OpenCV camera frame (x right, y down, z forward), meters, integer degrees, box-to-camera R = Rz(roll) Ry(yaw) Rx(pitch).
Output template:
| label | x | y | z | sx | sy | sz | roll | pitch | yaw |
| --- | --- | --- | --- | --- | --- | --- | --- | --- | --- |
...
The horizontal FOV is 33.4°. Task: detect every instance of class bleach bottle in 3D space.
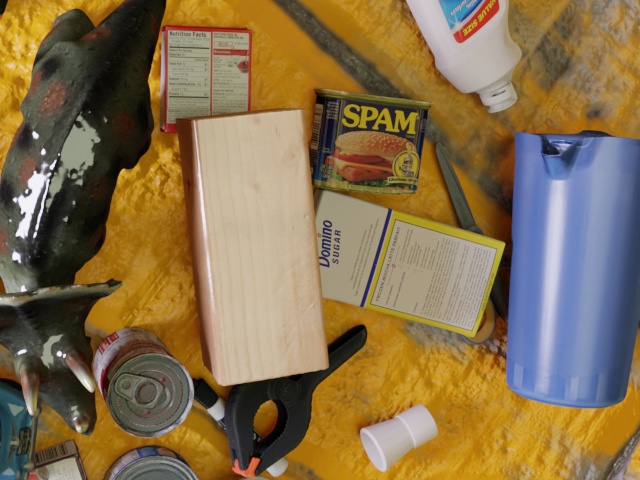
| label | x | y | z | sx | sy | sz | roll | pitch | yaw |
| --- | --- | --- | --- | --- | --- | --- | --- | --- | --- |
| bleach bottle | 0.120 | -0.234 | 0.934 | 0.102 | 0.068 | 0.251 | -30 | 108 | -12 |

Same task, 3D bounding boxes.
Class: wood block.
| label | x | y | z | sx | sy | sz | roll | pitch | yaw |
| --- | --- | --- | --- | --- | --- | --- | --- | --- | --- |
| wood block | -0.056 | 0.001 | 0.856 | 0.090 | 0.091 | 0.206 | -8 | 99 | -15 |

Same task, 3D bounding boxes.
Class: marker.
| label | x | y | z | sx | sy | sz | roll | pitch | yaw |
| --- | --- | --- | --- | --- | --- | --- | --- | --- | --- |
| marker | -0.074 | 0.165 | 0.948 | 0.020 | 0.020 | 0.121 | -45 | 108 | -8 |

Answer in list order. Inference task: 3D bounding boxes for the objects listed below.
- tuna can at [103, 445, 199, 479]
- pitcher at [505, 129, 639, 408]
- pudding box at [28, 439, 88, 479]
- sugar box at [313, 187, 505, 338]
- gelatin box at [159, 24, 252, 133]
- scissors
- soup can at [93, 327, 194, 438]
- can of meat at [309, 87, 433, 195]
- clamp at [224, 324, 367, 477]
| label | x | y | z | sx | sy | sz | roll | pitch | yaw |
| --- | --- | --- | --- | --- | --- | --- | --- | --- | --- |
| tuna can | -0.147 | 0.223 | 0.924 | 0.086 | 0.034 | 0.086 | -3 | 99 | -18 |
| pitcher | 0.239 | 0.022 | 0.972 | 0.149 | 0.145 | 0.243 | 4 | 94 | -11 |
| pudding box | -0.245 | 0.230 | 0.891 | 0.113 | 0.039 | 0.090 | -18 | 103 | -13 |
| sugar box | 0.067 | 0.020 | 0.954 | 0.176 | 0.048 | 0.093 | 17 | 93 | -11 |
| gelatin box | -0.096 | -0.134 | 0.892 | 0.073 | 0.030 | 0.089 | -1 | 99 | -17 |
| scissors | 0.132 | 0.015 | 0.998 | 0.096 | 0.016 | 0.201 | -41 | 108 | -9 |
| soup can | -0.147 | 0.113 | 0.872 | 0.068 | 0.102 | 0.068 | -3 | 99 | -19 |
| can of meat | 0.041 | -0.086 | 0.932 | 0.102 | 0.057 | 0.084 | 5 | 99 | -19 |
| clamp | -0.026 | 0.128 | 0.942 | 0.120 | 0.039 | 0.171 | 17 | 83 | -16 |
